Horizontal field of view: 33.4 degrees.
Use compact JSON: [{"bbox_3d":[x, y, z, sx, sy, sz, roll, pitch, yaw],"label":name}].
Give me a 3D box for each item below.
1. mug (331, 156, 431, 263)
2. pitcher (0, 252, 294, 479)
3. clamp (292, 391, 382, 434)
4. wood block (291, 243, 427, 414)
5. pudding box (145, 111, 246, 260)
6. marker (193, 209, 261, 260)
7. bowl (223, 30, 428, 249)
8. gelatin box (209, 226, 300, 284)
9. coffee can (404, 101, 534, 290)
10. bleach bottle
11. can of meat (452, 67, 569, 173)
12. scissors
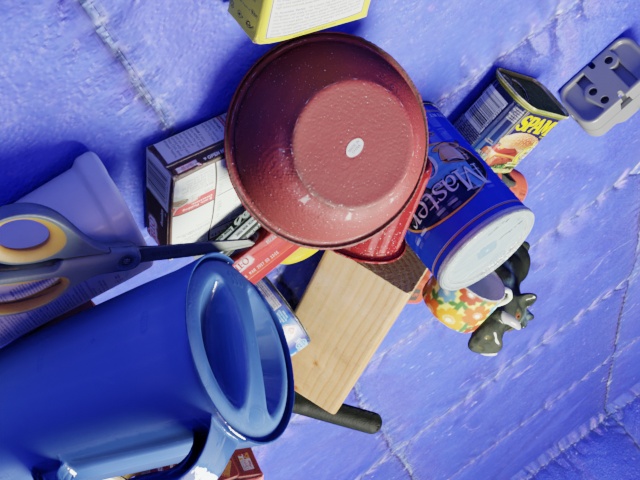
[{"bbox_3d":[0.032,-0.038,0.857,0.117,0.093,0.082,-17,137,-46],"label":"mug"},{"bbox_3d":[-0.151,0.114,0.745,0.243,0.145,0.149,-21,176,22],"label":"pitcher"},{"bbox_3d":[-0.040,0.172,1.163,0.209,0.165,0.036,27,76,-55],"label":"clamp"},{"bbox_3d":[0.030,0.070,1.076,0.090,0.090,0.206,-50,171,-46],"label":"wood block"},{"bbox_3d":[-0.087,-0.043,0.819,0.089,0.039,0.114,-29,157,-25],"label":"pudding box"},{"bbox_3d":[-0.050,-0.020,0.841,0.121,0.020,0.020,-42,155,5],"label":"marker"},{"bbox_3d":[0.015,-0.070,0.766,0.162,0.162,0.055,-31,-164,-13],"label":"bowl"},{"bbox_3d":[-0.056,0.001,0.886,0.073,0.089,0.030,-38,112,0],"label":"gelatin box"},{"bbox_3d":[0.108,-0.040,0.958,0.102,0.140,0.103,-30,154,-16],"label":"coffee can"},{"bbox_3d":[-0.243,0.040,0.731,0.250,0.068,0.102,-30,151,-10],"label":"bleach bottle"},{"bbox_3d":[0.178,-0.113,1.028,0.084,0.057,0.101,-48,154,26],"label":"can of meat"},{"bbox_3d":[-0.137,-0.001,0.696,0.201,0.016,0.096,-18,139,-18],"label":"scissors"}]
